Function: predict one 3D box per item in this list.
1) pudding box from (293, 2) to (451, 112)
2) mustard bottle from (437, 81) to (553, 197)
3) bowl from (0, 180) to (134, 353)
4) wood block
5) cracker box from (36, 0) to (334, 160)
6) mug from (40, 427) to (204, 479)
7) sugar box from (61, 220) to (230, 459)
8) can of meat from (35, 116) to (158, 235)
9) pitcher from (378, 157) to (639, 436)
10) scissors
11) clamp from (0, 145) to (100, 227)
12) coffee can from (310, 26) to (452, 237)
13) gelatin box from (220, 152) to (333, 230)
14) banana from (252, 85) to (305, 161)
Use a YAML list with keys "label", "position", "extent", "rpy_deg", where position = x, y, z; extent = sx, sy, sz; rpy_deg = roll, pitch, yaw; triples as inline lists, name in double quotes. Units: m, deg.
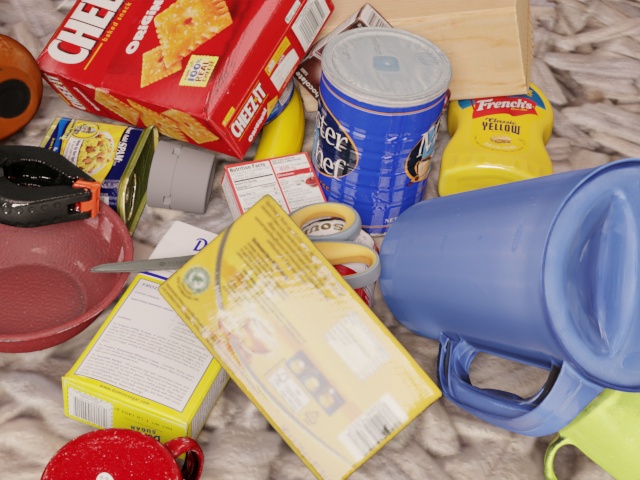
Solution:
- label: "pudding box"
  position: [0.044, -0.138, 0.930]
  extent: [0.113, 0.090, 0.039]
  rpy_deg: [46, 39, -15]
- label: "mustard bottle"
  position: [0.162, -0.102, 0.966]
  extent: [0.096, 0.058, 0.191]
  rpy_deg: [7, 42, 7]
- label: "bowl"
  position: [-0.217, 0.029, 0.777]
  extent: [0.162, 0.055, 0.162]
  rpy_deg: [4, 43, -4]
- label: "wood block"
  position: [0.084, -0.184, 0.973]
  extent: [0.206, 0.090, 0.090]
  rpy_deg: [-2, 39, 19]
- label: "cracker box"
  position: [-0.120, -0.175, 0.916]
  extent: [0.214, 0.072, 0.164]
  rpy_deg: [20, 72, 32]
- label: "mug"
  position: [-0.113, 0.159, 0.632]
  extent: [0.093, 0.081, 0.117]
  rpy_deg: [36, 50, 27]
- label: "sugar box"
  position: [-0.101, 0.065, 0.762]
  extent: [0.093, 0.048, 0.176]
  rpy_deg: [19, 41, 10]
- label: "can of meat"
  position: [-0.185, -0.054, 0.869]
  extent: [0.084, 0.057, 0.102]
  rpy_deg: [8, 42, 4]
- label: "pitcher"
  position: [0.130, 0.029, 0.702]
  extent: [0.149, 0.145, 0.243]
  rpy_deg: [-16, 5, -22]
- label: "scissors"
  position: [-0.055, 0.001, 0.768]
  extent: [0.202, 0.016, 0.096]
  rpy_deg: [5, 40, 8]
- label: "clamp"
  position: [-0.250, -0.041, 0.775]
  extent: [0.171, 0.039, 0.120]
  rpy_deg: [15, 46, 8]
- label: "coffee can"
  position: [0.045, -0.088, 0.874]
  extent: [0.102, 0.140, 0.103]
  rpy_deg: [4, 43, -4]
- label: "gelatin box"
  position: [-0.033, -0.024, 0.861]
  extent: [0.073, 0.030, 0.089]
  rpy_deg: [-13, 65, -21]
- label: "banana"
  position: [-0.046, -0.105, 0.961]
  extent: [0.070, 0.037, 0.198]
  rpy_deg: [-26, 42, 8]
